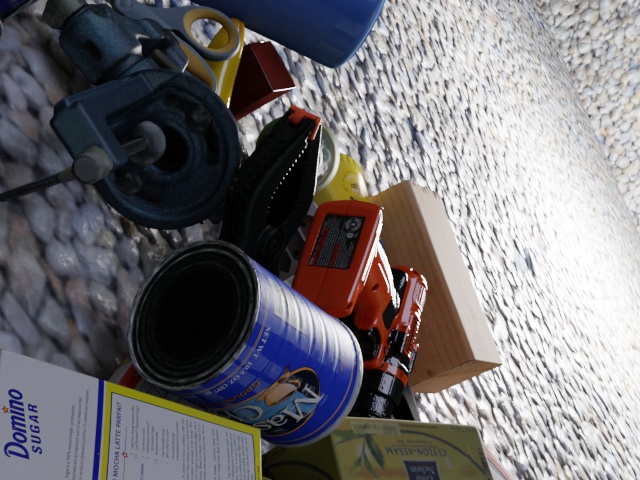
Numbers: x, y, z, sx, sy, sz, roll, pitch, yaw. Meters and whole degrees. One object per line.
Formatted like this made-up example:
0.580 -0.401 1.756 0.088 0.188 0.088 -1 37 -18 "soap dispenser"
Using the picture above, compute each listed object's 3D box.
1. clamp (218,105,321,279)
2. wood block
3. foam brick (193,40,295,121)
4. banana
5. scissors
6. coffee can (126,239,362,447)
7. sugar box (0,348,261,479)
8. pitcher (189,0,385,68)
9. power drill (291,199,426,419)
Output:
-0.055 0.001 0.796 0.036 0.210 0.164 28 17 25 "clamp"
0.107 0.051 1.145 0.090 0.090 0.206 17 50 -59 "wood block"
-0.074 -0.147 1.003 0.051 0.078 0.053 64 25 -1 "foam brick"
-0.088 -0.102 0.932 0.037 0.070 0.198 37 41 -55 "banana"
-0.147 -0.204 0.903 0.096 0.016 0.201 -41 97 -22 "scissors"
-0.048 0.074 0.727 0.140 0.103 0.103 39 33 -50 "coffee can"
-0.117 0.134 0.618 0.176 0.048 0.093 22 42 -27 "sugar box"
-0.059 -0.260 0.964 0.242 0.145 0.149 26 22 -16 "pitcher"
0.032 0.070 0.886 0.187 0.057 0.184 63 37 -53 "power drill"
